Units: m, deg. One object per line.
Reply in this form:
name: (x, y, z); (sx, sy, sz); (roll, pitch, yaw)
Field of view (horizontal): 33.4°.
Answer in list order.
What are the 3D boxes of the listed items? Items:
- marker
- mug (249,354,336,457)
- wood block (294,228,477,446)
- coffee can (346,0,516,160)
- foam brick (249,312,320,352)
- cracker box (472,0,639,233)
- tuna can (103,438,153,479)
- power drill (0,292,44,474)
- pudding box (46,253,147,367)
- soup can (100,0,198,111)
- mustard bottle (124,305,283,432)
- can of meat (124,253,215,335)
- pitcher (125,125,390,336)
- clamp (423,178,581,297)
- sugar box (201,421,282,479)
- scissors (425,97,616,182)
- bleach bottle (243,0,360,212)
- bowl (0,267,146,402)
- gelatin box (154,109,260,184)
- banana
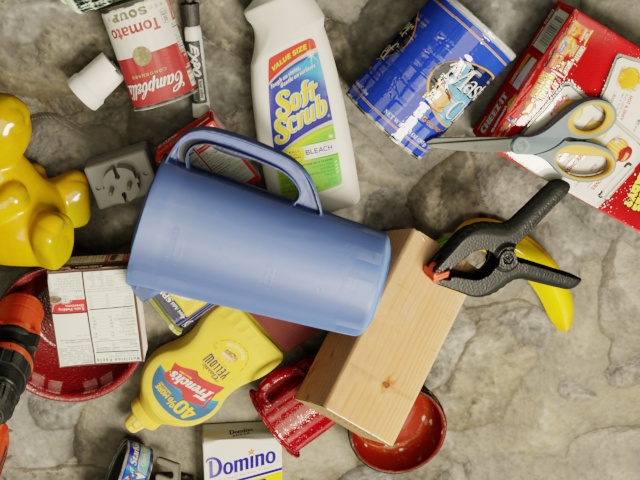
marker: (-0.126, -0.184, 1.077); (0.020, 0.020, 0.121); (-6, 111, -4)
mug: (-0.025, 0.174, 1.182); (0.081, 0.093, 0.117); (-37, 135, 3)
wood block: (0.070, 0.099, 1.124); (0.090, 0.090, 0.206); (32, 77, -17)
coffee can: (0.109, -0.166, 1.065); (0.102, 0.103, 0.140); (38, 103, -18)
foam brick: (-0.042, 0.072, 1.166); (0.051, 0.053, 0.078); (-38, 109, 8)
cracker box: (0.294, -0.126, 1.116); (0.213, 0.072, 0.164); (26, 107, -16)
tuna can: (-0.219, 0.269, 1.203); (0.033, 0.086, 0.086); (23, 106, -16)
power drill: (-0.323, 0.167, 1.052); (0.057, 0.184, 0.188); (19, 117, -13)
pudding box: (-0.228, 0.072, 1.092); (0.090, 0.039, 0.113); (-4, 113, -3)
soup can: (-0.167, -0.186, 1.044); (0.068, 0.068, 0.102); (-17, 107, 0)
mustard bottle: (-0.141, 0.149, 1.181); (0.192, 0.058, 0.096); (-39, 108, 9)
can of meat: (-0.146, 0.034, 1.133); (0.084, 0.057, 0.102); (-35, 101, 6)
pitcher: (-0.057, 0.001, 1.035); (0.242, 0.145, 0.149); (16, 151, -5)
clamp: (0.189, 0.002, 1.091); (0.171, 0.039, 0.120); (-8, 102, -16)
sugar box: (-0.090, 0.300, 1.250); (0.093, 0.048, 0.176); (-3, 112, -5)
scissors: (0.211, -0.112, 1.058); (0.201, 0.016, 0.096); (15, 107, -17)
bleach bottle: (-0.031, -0.150, 1.079); (0.102, 0.068, 0.251); (-13, 109, 1)
bowl: (-0.267, 0.090, 1.147); (0.162, 0.055, 0.162); (-2, 111, -5)
gelatin box: (-0.116, -0.080, 1.102); (0.073, 0.030, 0.089); (-33, 122, 11)
banana: (0.221, 0.029, 1.188); (0.197, 0.037, 0.070); (33, 121, -15)
